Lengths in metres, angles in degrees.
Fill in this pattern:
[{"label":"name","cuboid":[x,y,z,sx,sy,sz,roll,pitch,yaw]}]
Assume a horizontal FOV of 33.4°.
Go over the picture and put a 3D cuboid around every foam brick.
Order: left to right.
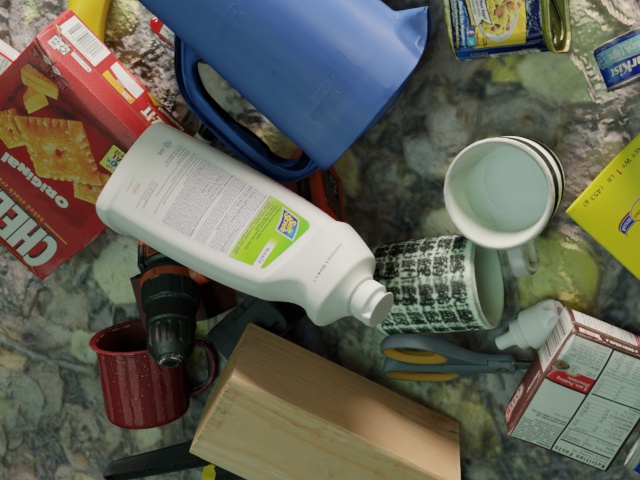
[{"label":"foam brick","cuboid":[-0.129,0.048,1.005,0.078,0.052,0.051,-10,97,27]}]

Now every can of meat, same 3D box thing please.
[{"label":"can of meat","cuboid":[0.141,-0.190,0.817,0.084,0.057,0.102,-2,100,29]}]

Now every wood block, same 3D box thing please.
[{"label":"wood block","cuboid":[0.006,0.167,0.904,0.206,0.090,0.090,26,115,-7]}]

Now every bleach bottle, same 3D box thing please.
[{"label":"bleach bottle","cuboid":[-0.055,0.001,0.833,0.251,0.068,0.102,31,85,27]}]

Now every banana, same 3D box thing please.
[{"label":"banana","cuboid":[-0.208,-0.176,1.004,0.069,0.037,0.198,-6,103,0]}]

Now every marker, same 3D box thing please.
[{"label":"marker","cuboid":[-0.122,-0.072,0.993,0.020,0.020,0.121,41,115,12]}]

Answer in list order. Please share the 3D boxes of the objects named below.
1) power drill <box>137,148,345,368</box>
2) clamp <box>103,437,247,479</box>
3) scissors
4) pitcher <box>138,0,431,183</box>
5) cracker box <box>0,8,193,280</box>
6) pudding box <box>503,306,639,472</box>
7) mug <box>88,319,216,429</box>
[{"label":"power drill","cuboid":[-0.071,0.006,0.913,0.188,0.057,0.184,-19,54,17]},{"label":"clamp","cuboid":[-0.098,0.199,0.989,0.165,0.036,0.210,35,85,30]},{"label":"scissors","cuboid":[0.137,0.095,0.876,0.202,0.096,0.016,-8,61,29]},{"label":"pitcher","cuboid":[-0.049,-0.168,0.827,0.243,0.149,0.145,39,161,-4]},{"label":"cracker box","cuboid":[-0.245,-0.080,0.984,0.214,0.072,0.164,-35,106,33]},{"label":"pudding box","cuboid":[0.210,0.120,0.845,0.090,0.039,0.114,21,117,-6]},{"label":"mug","cuboid":[-0.158,0.127,1.026,0.117,0.093,0.081,-8,106,-10]}]
